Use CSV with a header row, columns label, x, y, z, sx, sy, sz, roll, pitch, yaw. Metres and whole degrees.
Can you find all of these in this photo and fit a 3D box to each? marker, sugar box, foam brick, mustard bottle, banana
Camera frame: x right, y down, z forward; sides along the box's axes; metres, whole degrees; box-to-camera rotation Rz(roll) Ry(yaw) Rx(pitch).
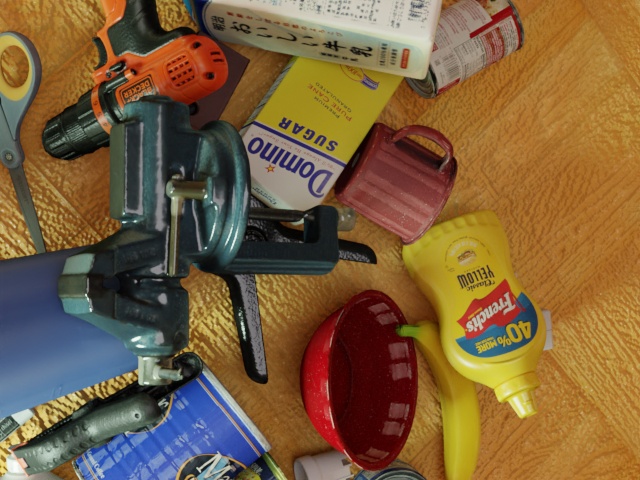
label,x,y,z,sx,sy,sz,roll,pitch,yaw
marker,-0.298,0.182,0.917,0.121,0.020,0.020,-41,106,-9
sugar box,-0.005,-0.111,0.950,0.093,0.048,0.176,36,73,-15
foam brick,-0.106,-0.134,0.928,0.053,0.051,0.078,28,87,-18
mustard bottle,0.152,0.072,0.981,0.096,0.058,0.192,-19,71,-9
banana,0.122,0.152,1.031,0.069,0.037,0.198,-28,109,-24

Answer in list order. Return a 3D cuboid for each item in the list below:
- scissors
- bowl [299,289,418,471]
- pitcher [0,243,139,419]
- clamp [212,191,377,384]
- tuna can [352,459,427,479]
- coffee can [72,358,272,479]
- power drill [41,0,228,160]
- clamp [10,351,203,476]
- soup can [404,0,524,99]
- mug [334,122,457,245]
label,x,y,z,sx,sy,sz,roll,pitch,yaw
scissors,-0.245,-0.085,0.886,0.096,0.016,0.202,-24,101,21
bowl,0.028,0.126,0.970,0.161,0.055,0.162,11,76,-56
pitcher,-0.242,0.079,0.858,0.242,0.149,0.145,-14,104,-31
clamp,-0.056,0.001,0.964,0.164,0.036,0.210,-40,102,-16
tuna can,0.068,0.257,1.031,0.086,0.034,0.086,-2,96,-17
coffee can,-0.127,0.185,0.926,0.140,0.103,0.103,-39,105,-10
power drill,-0.182,-0.174,0.872,0.185,0.057,0.187,-22,93,24
clamp,-0.174,0.143,0.876,0.172,0.120,0.039,-25,91,24
soup can,0.128,-0.183,0.987,0.102,0.069,0.068,-31,104,-12
mug,0.071,-0.061,0.962,0.081,0.117,0.093,28,47,-13
